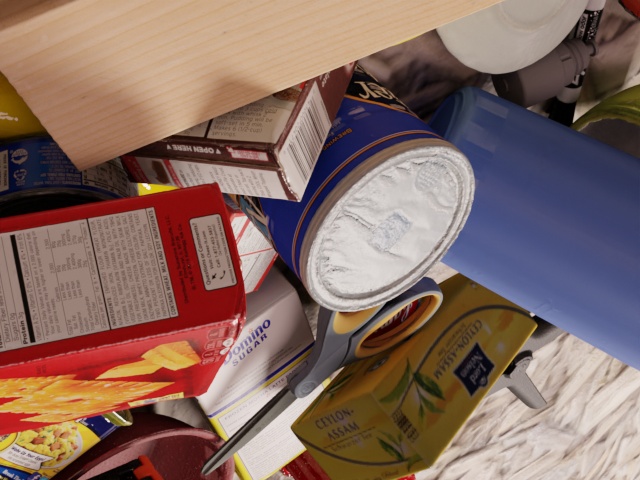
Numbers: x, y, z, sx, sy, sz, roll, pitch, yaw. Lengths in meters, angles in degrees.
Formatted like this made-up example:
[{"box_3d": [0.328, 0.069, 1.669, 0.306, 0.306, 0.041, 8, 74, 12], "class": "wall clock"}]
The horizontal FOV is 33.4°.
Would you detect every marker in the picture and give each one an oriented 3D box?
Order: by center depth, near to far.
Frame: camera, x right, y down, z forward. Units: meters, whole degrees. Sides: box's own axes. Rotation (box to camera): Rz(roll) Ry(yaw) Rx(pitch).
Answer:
[{"box_3d": [0.180, -0.127, 0.751, 0.020, 0.020, 0.121, -22, 140, -25], "class": "marker"}]

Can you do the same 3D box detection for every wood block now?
[{"box_3d": [-0.033, -0.122, 0.448, 0.206, 0.090, 0.090, -22, 142, 5], "class": "wood block"}]

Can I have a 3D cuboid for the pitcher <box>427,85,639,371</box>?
[{"box_3d": [0.170, 0.002, 0.701, 0.242, 0.145, 0.149, 26, 115, -7], "class": "pitcher"}]

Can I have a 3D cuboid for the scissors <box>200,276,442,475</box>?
[{"box_3d": [-0.012, 0.078, 0.684, 0.202, 0.016, 0.096, -34, 141, 0], "class": "scissors"}]

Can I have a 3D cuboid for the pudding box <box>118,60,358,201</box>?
[{"box_3d": [-0.037, -0.075, 0.506, 0.039, 0.090, 0.113, 69, 35, -48], "class": "pudding box"}]

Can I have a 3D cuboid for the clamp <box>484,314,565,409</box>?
[{"box_3d": [0.178, 0.095, 0.959, 0.209, 0.036, 0.165, 3, 125, -44], "class": "clamp"}]

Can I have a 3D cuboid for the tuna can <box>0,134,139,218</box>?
[{"box_3d": [-0.131, -0.016, 0.521, 0.086, 0.034, 0.086, -7, 154, -4], "class": "tuna can"}]

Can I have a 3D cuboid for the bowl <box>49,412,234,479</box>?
[{"box_3d": [-0.141, 0.170, 0.729, 0.161, 0.055, 0.162, -24, 140, -22], "class": "bowl"}]

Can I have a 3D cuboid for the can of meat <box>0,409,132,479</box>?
[{"box_3d": [-0.174, 0.099, 0.627, 0.084, 0.057, 0.102, -38, 143, -2], "class": "can of meat"}]

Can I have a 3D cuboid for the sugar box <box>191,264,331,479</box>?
[{"box_3d": [-0.045, 0.098, 0.753, 0.093, 0.048, 0.176, -34, 140, -14], "class": "sugar box"}]

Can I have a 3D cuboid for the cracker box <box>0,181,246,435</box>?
[{"box_3d": [-0.151, 0.049, 0.492, 0.213, 0.072, 0.164, -11, 164, -17], "class": "cracker box"}]

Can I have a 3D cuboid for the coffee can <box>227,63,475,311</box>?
[{"box_3d": [-0.002, -0.045, 0.565, 0.102, 0.140, 0.103, -24, 140, -22], "class": "coffee can"}]
